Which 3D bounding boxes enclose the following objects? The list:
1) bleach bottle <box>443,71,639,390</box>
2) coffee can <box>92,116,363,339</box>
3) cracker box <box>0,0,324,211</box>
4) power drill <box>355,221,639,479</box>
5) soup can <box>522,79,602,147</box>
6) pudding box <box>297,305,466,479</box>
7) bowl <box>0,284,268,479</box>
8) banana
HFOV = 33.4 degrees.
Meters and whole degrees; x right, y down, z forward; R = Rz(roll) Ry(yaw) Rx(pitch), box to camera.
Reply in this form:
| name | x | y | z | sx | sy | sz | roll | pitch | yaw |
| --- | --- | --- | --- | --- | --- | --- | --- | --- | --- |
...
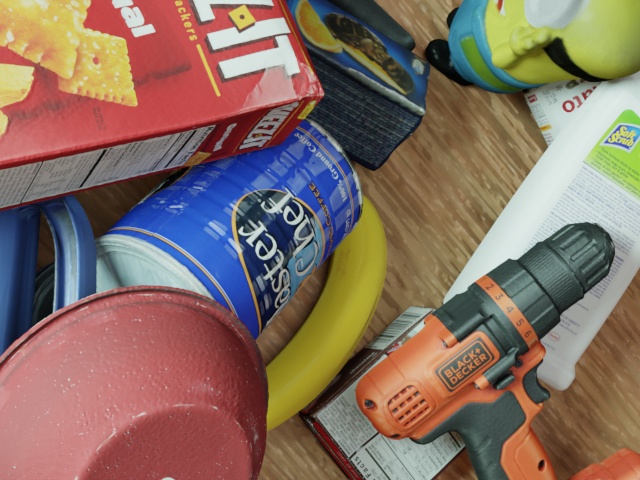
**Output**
| name | x | y | z | sx | sy | sz | roll | pitch | yaw |
| --- | --- | --- | --- | --- | --- | --- | --- | --- | --- |
| bleach bottle | 0.190 | -0.031 | 0.697 | 0.102 | 0.068 | 0.251 | 32 | 100 | -12 |
| coffee can | -0.054 | 0.001 | 0.612 | 0.103 | 0.103 | 0.140 | 49 | 52 | -10 |
| cracker box | -0.124 | -0.111 | 0.524 | 0.213 | 0.072 | 0.164 | -17 | 79 | -32 |
| power drill | 0.140 | 0.104 | 0.664 | 0.184 | 0.057 | 0.187 | -37 | 103 | 1 |
| soup can | 0.195 | -0.078 | 0.756 | 0.068 | 0.069 | 0.102 | -29 | 94 | -21 |
| pudding box | 0.054 | 0.111 | 0.700 | 0.113 | 0.039 | 0.090 | -39 | 101 | -17 |
| bowl | -0.085 | 0.105 | 0.508 | 0.161 | 0.055 | 0.162 | -14 | 118 | -27 |
| banana | -0.003 | 0.047 | 0.689 | 0.070 | 0.037 | 0.197 | 19 | 73 | 12 |
